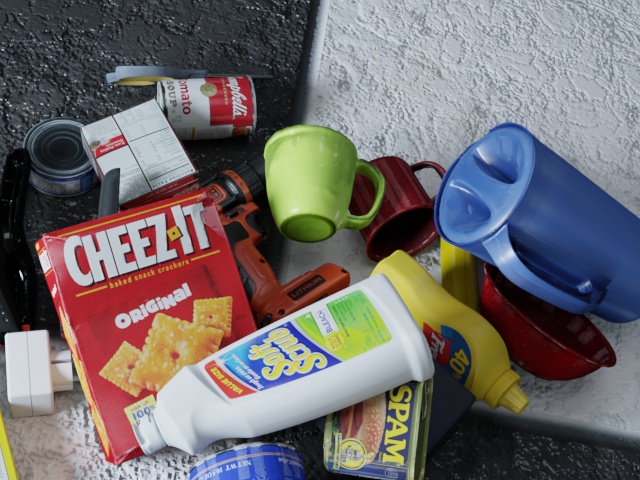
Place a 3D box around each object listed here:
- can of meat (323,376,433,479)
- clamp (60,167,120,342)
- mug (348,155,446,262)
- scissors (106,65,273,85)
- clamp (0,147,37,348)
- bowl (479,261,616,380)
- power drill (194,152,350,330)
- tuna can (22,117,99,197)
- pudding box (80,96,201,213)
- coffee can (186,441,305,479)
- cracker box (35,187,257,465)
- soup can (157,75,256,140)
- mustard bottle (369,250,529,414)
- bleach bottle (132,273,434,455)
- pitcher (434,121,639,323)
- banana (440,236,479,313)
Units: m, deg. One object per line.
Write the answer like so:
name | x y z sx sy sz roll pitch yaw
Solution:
can of meat | 0.051 0.162 0.949 0.084 0.057 0.102 5 81 16
clamp | -0.203 0.018 1.032 0.120 0.039 0.171 44 80 -3
mug | 0.084 -0.042 1.137 0.117 0.093 0.081 -35 57 11
scissors | -0.159 -0.188 1.231 0.201 0.096 0.016 -5 95 -46
clamp | -0.305 -0.004 1.029 0.036 0.164 0.210 -11 93 11
bowl | 0.216 0.091 1.075 0.162 0.055 0.162 31 18 -12
power drill | -0.057 0.001 1.108 0.184 0.057 0.188 -35 66 -25
tuna can | -0.274 -0.090 1.138 0.086 0.034 0.086 5 55 -8
pudding box | -0.186 -0.084 1.098 0.090 0.039 0.113 -24 64 -15
coffee can | -0.053 0.256 0.905 0.102 0.103 0.140 -5 57 -15
cracker box | -0.148 0.076 0.977 0.164 0.072 0.214 -18 89 -22
soup can | -0.127 -0.147 1.187 0.102 0.069 0.068 -5 57 -14
mustard bottle | 0.125 0.100 1.041 0.192 0.096 0.058 40 47 22
bleach bottle | -0.037 0.121 0.908 0.250 0.068 0.103 -25 48 -6
pitcher | 0.244 0.000 1.076 0.242 0.145 0.149 28 83 -28
banana | 0.152 0.011 1.128 0.037 0.070 0.198 7 64 -16
